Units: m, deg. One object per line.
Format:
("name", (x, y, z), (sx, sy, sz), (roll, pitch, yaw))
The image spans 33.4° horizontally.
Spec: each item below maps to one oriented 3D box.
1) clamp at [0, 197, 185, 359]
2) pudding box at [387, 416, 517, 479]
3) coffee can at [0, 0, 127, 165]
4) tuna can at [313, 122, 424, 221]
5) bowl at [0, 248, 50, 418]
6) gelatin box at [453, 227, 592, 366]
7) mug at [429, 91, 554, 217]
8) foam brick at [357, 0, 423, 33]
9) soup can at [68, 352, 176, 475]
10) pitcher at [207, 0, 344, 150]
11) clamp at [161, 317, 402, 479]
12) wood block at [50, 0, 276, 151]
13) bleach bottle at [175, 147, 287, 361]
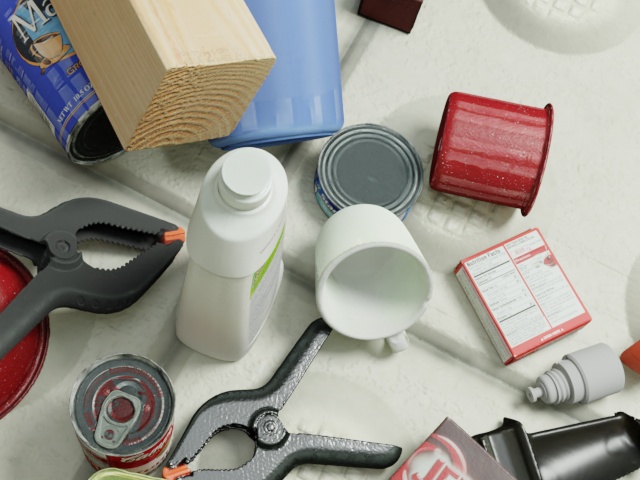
("clamp", (-0.198, 0.007, 0.765), (0.209, 0.036, 0.164), (-16, 67, -38))
("pudding box", (0.101, 0.195, 0.751), (0.113, 0.039, 0.090), (42, 86, 14))
("coffee can", (-0.189, -0.144, 0.828), (0.102, 0.103, 0.140), (-33, 76, -19))
("tuna can", (0.038, -0.049, 0.859), (0.086, 0.034, 0.086), (3, 68, -7))
("bowl", (-0.278, 0.060, 0.760), (0.162, 0.055, 0.162), (3, 68, -7))
("gelatin box", (0.158, 0.043, 0.841), (0.073, 0.030, 0.089), (-24, 73, -15))
("mug", (0.136, -0.079, 0.862), (0.081, 0.093, 0.117), (12, 36, 2))
("foam brick", (0.070, -0.231, 0.926), (0.051, 0.053, 0.078), (20, 68, 0))
("soup can", (-0.133, 0.123, 0.729), (0.068, 0.102, 0.068), (3, 68, -7))
("pitcher", (-0.051, -0.196, 0.833), (0.145, 0.149, 0.243), (-6, 94, 34))
("clamp", (-0.028, 0.144, 0.771), (0.171, 0.039, 0.120), (-32, 71, -15))
("wood block", (-0.127, -0.175, 0.753), (0.090, 0.091, 0.206), (-13, 65, -37))
("bleach bottle", (-0.055, 0.001, 0.708), (0.068, 0.251, 0.102), (21, 67, 0))
